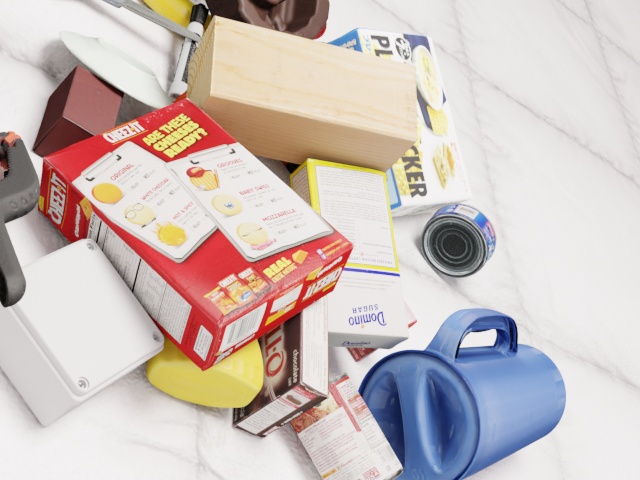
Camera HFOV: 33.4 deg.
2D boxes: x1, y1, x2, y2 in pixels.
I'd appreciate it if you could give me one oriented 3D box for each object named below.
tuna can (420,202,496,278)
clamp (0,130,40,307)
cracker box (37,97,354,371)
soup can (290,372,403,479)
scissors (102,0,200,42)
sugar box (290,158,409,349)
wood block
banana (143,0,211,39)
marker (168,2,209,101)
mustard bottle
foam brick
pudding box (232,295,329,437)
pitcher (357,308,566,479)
[{"bbox_3d":[0.163,0.001,1.268,0.086,0.086,0.033,50,36,-2],"label":"tuna can"},{"bbox_3d":[-0.261,-0.025,0.799,0.164,0.036,0.209,22,29,4],"label":"clamp"},{"bbox_3d":[-0.105,-0.010,0.895,0.214,0.072,0.163,41,45,19],"label":"cracker box"},{"bbox_3d":[0.020,0.178,0.950,0.068,0.069,0.102,-17,73,-54],"label":"soup can"},{"bbox_3d":[-0.220,-0.264,1.100,0.201,0.016,0.096,14,42,-30],"label":"scissors"},{"bbox_3d":[0.026,0.014,1.019,0.093,0.048,0.176,7,66,-28],"label":"sugar box"},{"bbox_3d":[-0.019,-0.134,1.028,0.205,0.091,0.090,10,64,-20],"label":"wood block"},{"bbox_3d":[-0.127,-0.237,1.198,0.197,0.037,0.070,26,16,-36],"label":"banana"},{"bbox_3d":[-0.138,-0.200,1.126,0.020,0.020,0.121,28,60,-31],"label":"marker"},{"bbox_3d":[-0.098,0.050,0.938,0.096,0.058,0.191,17,44,-20],"label":"mustard bottle"},{"bbox_3d":[-0.215,-0.107,0.953,0.051,0.053,0.078,32,39,-27],"label":"foam brick"},{"bbox_3d":[-0.034,0.104,0.935,0.039,0.090,0.113,28,41,-32],"label":"pudding box"},{"bbox_3d":[0.155,0.155,1.063,0.242,0.149,0.145,-1,64,-55],"label":"pitcher"}]
